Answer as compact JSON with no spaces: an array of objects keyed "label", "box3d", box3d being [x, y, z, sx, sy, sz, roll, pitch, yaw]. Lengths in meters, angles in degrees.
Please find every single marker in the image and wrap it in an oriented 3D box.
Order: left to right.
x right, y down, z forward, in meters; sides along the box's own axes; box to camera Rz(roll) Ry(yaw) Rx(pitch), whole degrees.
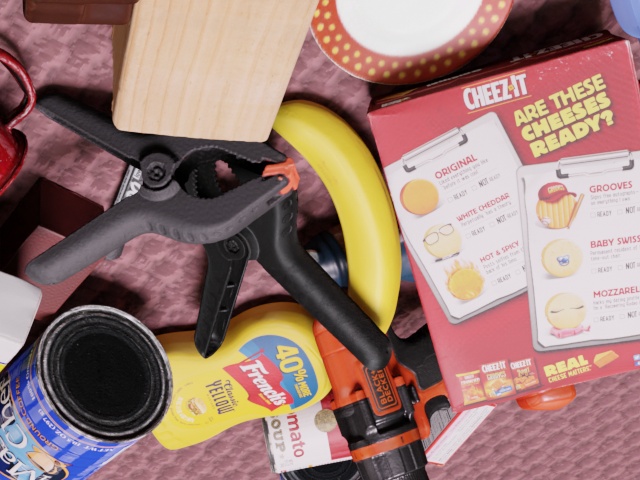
[{"label":"marker","box3d":[-0.128,-0.031,0.722,0.020,0.020,0.121,12,129,-23]}]

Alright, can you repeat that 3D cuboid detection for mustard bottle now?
[{"label":"mustard bottle","box3d":[-0.047,0.098,0.836,0.191,0.058,0.096,-17,122,3]}]

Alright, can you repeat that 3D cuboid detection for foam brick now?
[{"label":"foam brick","box3d":[-0.187,0.007,0.723,0.052,0.051,0.078,28,121,-32]}]

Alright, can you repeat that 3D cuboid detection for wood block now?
[{"label":"wood block","box3d":[-0.050,-0.151,0.543,0.090,0.091,0.206,3,146,-16]}]

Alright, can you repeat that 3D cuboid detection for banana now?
[{"label":"banana","box3d":[0.016,-0.017,0.716,0.070,0.037,0.198,-20,105,20]}]

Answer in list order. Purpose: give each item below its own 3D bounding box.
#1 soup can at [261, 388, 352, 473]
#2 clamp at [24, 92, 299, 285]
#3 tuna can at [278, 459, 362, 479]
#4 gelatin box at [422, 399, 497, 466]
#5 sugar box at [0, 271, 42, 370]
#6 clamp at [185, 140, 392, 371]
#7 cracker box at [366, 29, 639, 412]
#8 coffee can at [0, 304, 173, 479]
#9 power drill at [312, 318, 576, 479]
[{"label":"soup can","box3d":[0.004,0.153,0.893,0.102,0.068,0.068,-10,135,-3]},{"label":"clamp","box3d":[-0.101,-0.026,0.642,0.171,0.120,0.039,5,173,11]},{"label":"tuna can","box3d":[0.006,0.197,0.924,0.086,0.086,0.034,-9,133,-4]},{"label":"gelatin box","box3d":[0.105,0.134,0.894,0.030,0.073,0.089,13,129,-24]},{"label":"sugar box","box3d":[-0.245,0.052,0.696,0.093,0.048,0.176,22,153,-18]},{"label":"clamp","box3d":[-0.055,0.001,0.718,0.165,0.036,0.210,-9,113,38]},{"label":"cracker box","box3d":[0.137,-0.011,0.700,0.164,0.072,0.213,-15,105,8]},{"label":"coffee can","box3d":[-0.185,0.122,0.776,0.102,0.103,0.141,21,140,-29]},{"label":"power drill","box3d":[0.099,0.117,0.799,0.187,0.184,0.057,-15,171,-30]}]
